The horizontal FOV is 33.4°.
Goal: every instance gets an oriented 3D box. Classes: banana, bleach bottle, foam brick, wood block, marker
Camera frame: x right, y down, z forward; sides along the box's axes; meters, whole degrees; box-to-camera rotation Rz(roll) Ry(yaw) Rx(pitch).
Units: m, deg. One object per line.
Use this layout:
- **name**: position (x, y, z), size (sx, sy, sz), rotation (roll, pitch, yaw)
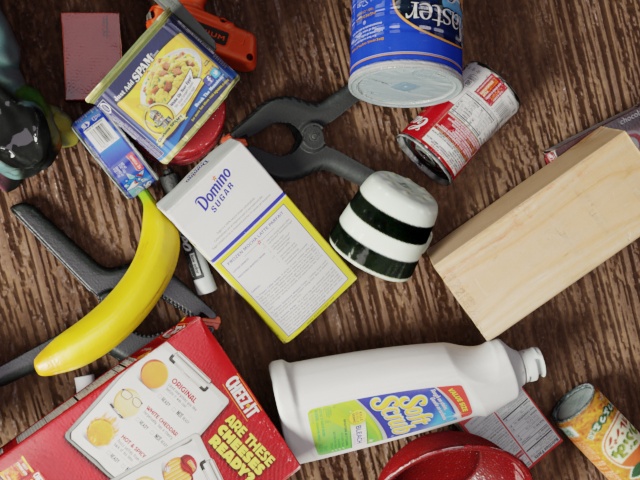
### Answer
- **banana**: position (-0.174, 0.043, 0.939), size (0.070, 0.037, 0.197), rotation (17, 63, 18)
- **bleach bottle**: position (0.084, 0.134, 0.987), size (0.250, 0.068, 0.102), rotation (-12, 129, -4)
- **foam brick**: position (-0.203, -0.162, 0.953), size (0.053, 0.051, 0.078), rotation (-2, 93, -12)
- **wood block**: position (0.210, -0.008, 0.992), size (0.206, 0.091, 0.090), rotation (-36, 96, 6)
- **marker**: position (-0.123, -0.009, 0.989), size (0.020, 0.020, 0.121), rotation (-18, 95, -10)

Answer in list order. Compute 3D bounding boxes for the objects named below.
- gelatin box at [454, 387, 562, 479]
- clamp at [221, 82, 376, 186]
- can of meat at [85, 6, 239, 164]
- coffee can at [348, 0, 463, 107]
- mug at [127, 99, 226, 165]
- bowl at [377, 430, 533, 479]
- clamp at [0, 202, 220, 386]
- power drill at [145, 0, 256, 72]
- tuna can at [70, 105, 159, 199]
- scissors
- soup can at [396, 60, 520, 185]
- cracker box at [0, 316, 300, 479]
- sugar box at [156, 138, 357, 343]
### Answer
- **gelatin box**: position (0.182, 0.185, 1.049), size (0.073, 0.030, 0.089), rotation (-39, 98, -8)
- **clamp**: position (-0.003, -0.088, 1.000), size (0.171, 0.039, 0.120), rotation (-15, 90, -13)
- **can of meat**: position (-0.128, -0.126, 0.881), size (0.084, 0.057, 0.102), rotation (41, 85, -12)
- **coffee can**: position (0.078, -0.203, 0.962), size (0.102, 0.103, 0.140), rotation (4, 77, -11)
- **mug**: position (-0.131, -0.126, 0.952), size (0.093, 0.081, 0.117), rotation (-18, 95, -10)
- **bowl**: position (0.116, 0.230, 1.004), size (0.162, 0.055, 0.162), rotation (-5, 127, -7)
- **clamp**: position (-0.196, 0.051, 0.969), size (0.209, 0.036, 0.164), rotation (3, 85, -14)
- **power drill**: position (-0.068, -0.254, 0.973), size (0.184, 0.057, 0.187), rotation (17, 86, -7)
- **tuna can**: position (-0.182, -0.078, 0.942), size (0.033, 0.086, 0.086), rotation (-38, 98, -6)
- **scissors**: position (-0.148, -0.248, 0.931), size (0.202, 0.016, 0.096), rotation (31, 91, 18)
- **soup can**: position (0.131, -0.111, 1.009), size (0.068, 0.068, 0.102), rotation (45, 84, -9)
- **cracker box**: position (-0.152, 0.191, 0.920), size (0.213, 0.072, 0.164), rotation (-35, 99, -17)
- **sugar box**: position (-0.056, 0.001, 0.970), size (0.093, 0.048, 0.176), rotation (-43, 112, -7)
